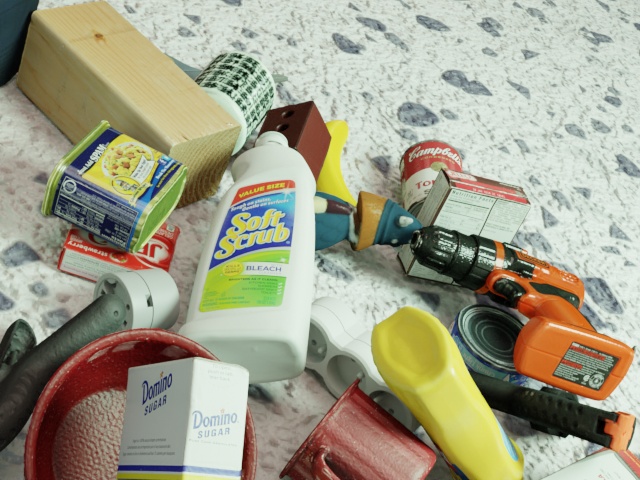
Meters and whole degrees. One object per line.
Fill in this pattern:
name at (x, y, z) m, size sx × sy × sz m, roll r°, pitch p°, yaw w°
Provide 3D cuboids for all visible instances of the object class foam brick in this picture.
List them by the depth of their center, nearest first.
foam brick at (-0.028, -0.093, 1.060) m, size 0.053 × 0.051 × 0.078 m, roll -9°, pitch 40°, yaw 25°

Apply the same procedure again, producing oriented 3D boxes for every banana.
banana at (0.014, -0.068, 1.098) m, size 0.069 × 0.037 × 0.198 m, roll 23°, pitch 34°, yaw -31°

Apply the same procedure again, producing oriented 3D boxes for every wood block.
wood block at (-0.182, -0.127, 1.003) m, size 0.206 × 0.090 × 0.090 m, roll 44°, pitch 40°, yaw 22°

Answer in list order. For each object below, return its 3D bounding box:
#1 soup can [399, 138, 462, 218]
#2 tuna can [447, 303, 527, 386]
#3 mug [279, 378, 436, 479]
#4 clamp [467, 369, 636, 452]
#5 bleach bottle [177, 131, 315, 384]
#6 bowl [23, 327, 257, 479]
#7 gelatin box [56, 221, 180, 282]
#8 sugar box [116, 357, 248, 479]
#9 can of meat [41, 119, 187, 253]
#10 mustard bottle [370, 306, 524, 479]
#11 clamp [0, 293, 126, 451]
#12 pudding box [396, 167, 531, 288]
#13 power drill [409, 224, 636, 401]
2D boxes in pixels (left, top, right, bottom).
soup can at (0.117, -0.049, 1.108) m, size 0.068 × 0.069 × 0.102 m, roll 18°, pitch 38°, yaw -12°
tuna can at (0.156, 0.099, 0.978) m, size 0.086 × 0.034 × 0.086 m, roll 17°, pitch 37°, yaw -13°
mug at (0.027, 0.163, 0.765) m, size 0.081 × 0.093 × 0.117 m, roll 39°, pitch 10°, yaw 9°
clamp at (0.175, 0.133, 0.851) m, size 0.164 × 0.036 × 0.210 m, roll 17°, pitch -5°, yaw -9°
bleach bottle at (-0.056, 0.001, 0.895) m, size 0.102 × 0.068 × 0.251 m, roll -3°, pitch 46°, yaw 5°
bowl at (-0.124, 0.140, 0.700) m, size 0.161 × 0.055 × 0.162 m, roll 8°, pitch 76°, yaw -33°
gelatin box at (-0.168, 0.006, 0.896) m, size 0.089 × 0.030 × 0.073 m, roll 19°, pitch 36°, yaw -10°
sugar box at (-0.087, 0.161, 0.629) m, size 0.048 × 0.094 × 0.176 m, roll 16°, pitch 72°, yaw -32°
can of meat at (-0.167, -0.044, 0.883) m, size 0.084 × 0.057 × 0.102 m, roll 26°, pitch 37°, yaw 2°
mustard bottle at (0.107, 0.141, 0.807) m, size 0.191 × 0.058 × 0.096 m, roll 56°, pitch -1°, yaw -32°
clamp at (-0.215, 0.100, 0.720) m, size 0.039 × 0.120 × 0.171 m, roll 54°, pitch 51°, yaw -16°
pudding box at (0.138, -0.009, 1.031) m, size 0.090 × 0.114 × 0.039 m, roll 13°, pitch 32°, yaw -19°
power drill at (0.179, 0.056, 0.943) m, size 0.184 × 0.057 × 0.188 m, roll 18°, pitch 21°, yaw -19°
